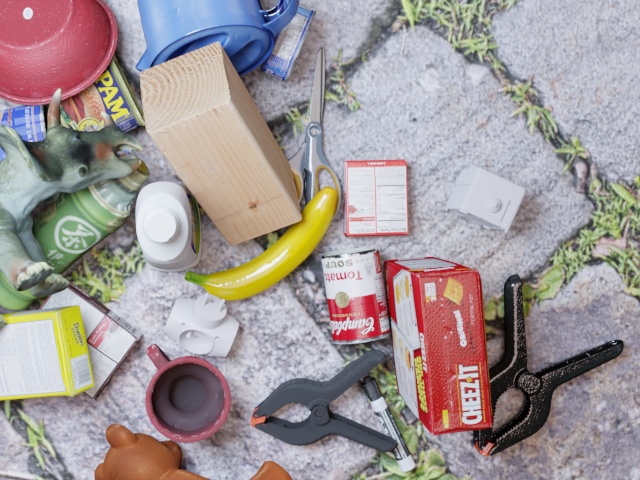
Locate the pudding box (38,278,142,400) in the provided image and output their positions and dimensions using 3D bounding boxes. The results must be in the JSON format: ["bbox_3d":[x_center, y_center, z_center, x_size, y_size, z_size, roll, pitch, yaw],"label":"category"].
[{"bbox_3d":[-0.273,0.111,1.207,0.113,0.039,0.090,37,92,-3],"label":"pudding box"}]

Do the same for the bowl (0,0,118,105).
[{"bbox_3d":[-0.303,-0.227,1.144,0.162,0.055,0.162,-3,64,5],"label":"bowl"}]

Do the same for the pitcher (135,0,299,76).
[{"bbox_3d":[-0.131,-0.298,1.131,0.149,0.145,0.243,-7,73,-30],"label":"pitcher"}]

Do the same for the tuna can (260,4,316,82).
[{"bbox_3d":[-0.036,-0.222,1.190,0.033,0.086,0.086,23,90,-5],"label":"tuna can"}]

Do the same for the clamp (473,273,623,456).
[{"bbox_3d":[0.236,0.155,1.258,0.164,0.036,0.210,39,89,-6],"label":"clamp"}]

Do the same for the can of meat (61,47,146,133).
[{"bbox_3d":[-0.252,-0.156,1.188,0.084,0.057,0.102,-26,94,-1],"label":"can of meat"}]

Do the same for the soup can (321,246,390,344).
[{"bbox_3d":[0.040,0.062,1.220,0.068,0.068,0.102,-8,94,-5],"label":"soup can"}]

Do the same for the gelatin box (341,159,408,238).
[{"bbox_3d":[0.063,-0.049,1.236,0.073,0.030,0.089,-2,93,-7],"label":"gelatin box"}]

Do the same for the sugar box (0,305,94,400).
[{"bbox_3d":[-0.334,0.125,1.160,0.176,0.048,0.093,-7,94,28],"label":"sugar box"}]

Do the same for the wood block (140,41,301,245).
[{"bbox_3d":[-0.101,-0.096,1.120,0.091,0.206,0.090,-20,52,8],"label":"wood block"}]

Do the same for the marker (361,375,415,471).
[{"bbox_3d":[0.079,0.215,1.255,0.020,0.020,0.121,-26,95,-4],"label":"marker"}]

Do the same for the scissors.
[{"bbox_3d":[-0.025,-0.115,1.231,0.096,0.016,0.202,-10,93,-5],"label":"scissors"}]

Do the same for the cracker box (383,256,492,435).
[{"bbox_3d":[0.125,0.105,1.156,0.072,0.214,0.164,-6,93,-6],"label":"cracker box"}]

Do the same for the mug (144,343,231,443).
[{"bbox_3d":[-0.156,0.164,1.197,0.093,0.081,0.117,-40,94,-5],"label":"mug"}]

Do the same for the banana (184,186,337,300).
[{"bbox_3d":[-0.054,0.015,1.213,0.198,0.037,0.069,-33,135,0],"label":"banana"}]

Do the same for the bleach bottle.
[{"bbox_3d":[-0.159,-0.010,1.105,0.068,0.251,0.102,-4,93,-6],"label":"bleach bottle"}]

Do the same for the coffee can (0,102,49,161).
[{"bbox_3d":[-0.357,-0.087,1.157,0.140,0.103,0.103,-12,94,-5],"label":"coffee can"}]

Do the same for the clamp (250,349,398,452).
[{"bbox_3d":[0.005,0.184,1.229,0.171,0.039,0.120,0,92,-1],"label":"clamp"}]
